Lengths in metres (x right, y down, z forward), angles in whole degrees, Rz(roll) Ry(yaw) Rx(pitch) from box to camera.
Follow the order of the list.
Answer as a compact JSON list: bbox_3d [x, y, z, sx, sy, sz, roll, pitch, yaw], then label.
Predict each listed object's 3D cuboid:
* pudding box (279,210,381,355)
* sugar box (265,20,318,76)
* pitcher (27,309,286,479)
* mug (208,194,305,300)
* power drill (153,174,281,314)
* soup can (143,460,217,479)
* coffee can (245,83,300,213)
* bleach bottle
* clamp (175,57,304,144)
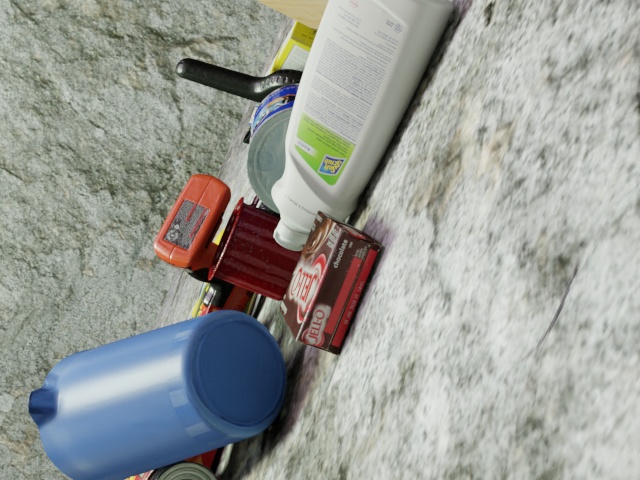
[{"bbox_3d":[0.005,0.030,0.824,0.113,0.039,0.090,-131,64,-80],"label":"pudding box"},{"bbox_3d":[-0.009,-0.202,1.270,0.176,0.093,0.048,142,150,-71],"label":"sugar box"},{"bbox_3d":[-0.134,0.142,0.964,0.243,0.145,0.149,-23,13,45],"label":"pitcher"},{"bbox_3d":[-0.057,0.001,1.106,0.093,0.081,0.117,-153,85,-81],"label":"mug"},{"bbox_3d":[-0.104,-0.003,1.218,0.184,0.057,0.187,-64,-27,-13],"label":"power drill"},{"bbox_3d":[-0.135,0.245,1.025,0.102,0.068,0.068,145,146,-72],"label":"soup can"},{"bbox_3d":[-0.018,-0.089,1.025,0.140,0.102,0.103,-96,29,-73],"label":"coffee can"},{"bbox_3d":[0.015,-0.107,0.906,0.067,0.103,0.251,-15,-44,-56],"label":"bleach bottle"},{"bbox_3d":[-0.049,-0.161,1.267,0.164,0.210,0.036,50,-128,-54],"label":"clamp"}]
